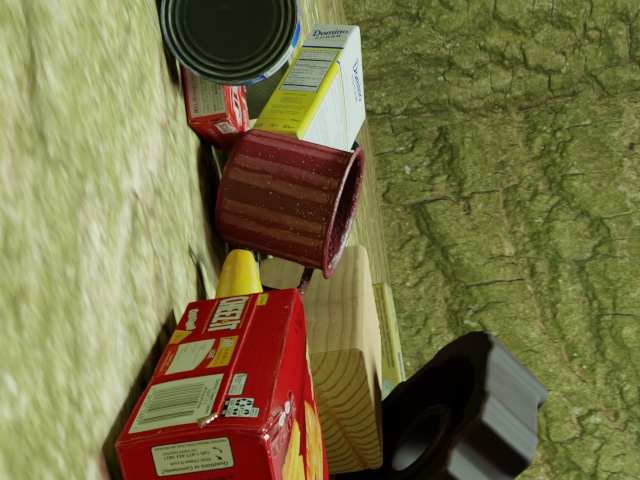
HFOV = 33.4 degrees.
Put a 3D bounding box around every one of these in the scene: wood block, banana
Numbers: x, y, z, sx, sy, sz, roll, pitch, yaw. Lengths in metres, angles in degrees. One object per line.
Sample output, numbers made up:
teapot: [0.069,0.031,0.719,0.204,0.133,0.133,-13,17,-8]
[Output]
wood block: [-0.003,0.083,0.796,0.206,0.090,0.091,-82,163,-71]
banana: [-0.037,0.106,0.661,0.069,0.037,0.198,-57,134,-64]

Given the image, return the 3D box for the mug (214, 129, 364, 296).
mug: [-0.024,-0.017,0.729,0.093,0.081,0.117,-18,123,-79]

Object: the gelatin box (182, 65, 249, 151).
gelatin box: [-0.072,-0.113,0.732,0.073,0.030,0.089,51,30,-78]

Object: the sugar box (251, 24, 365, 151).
sugar box: [-0.007,-0.092,0.849,0.176,0.048,0.093,-69,159,-50]

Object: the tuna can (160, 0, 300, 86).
tuna can: [-0.055,-0.140,0.671,0.033,0.086,0.086,-40,121,-85]

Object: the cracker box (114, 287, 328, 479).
cracker box: [-0.029,0.152,0.529,0.164,0.072,0.214,-78,159,-72]
